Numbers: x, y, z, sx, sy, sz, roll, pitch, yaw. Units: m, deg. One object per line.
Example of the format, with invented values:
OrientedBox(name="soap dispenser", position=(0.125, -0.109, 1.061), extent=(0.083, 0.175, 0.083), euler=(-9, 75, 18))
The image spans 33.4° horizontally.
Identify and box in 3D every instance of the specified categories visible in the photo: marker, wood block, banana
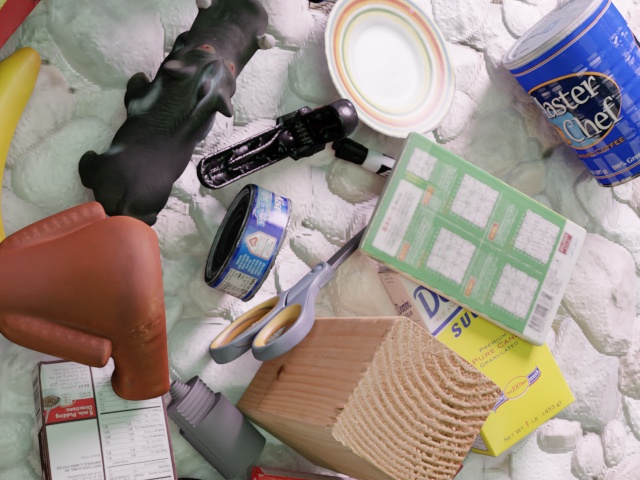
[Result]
OrientedBox(name="marker", position=(0.064, -0.057, 0.886), extent=(0.121, 0.020, 0.020), euler=(22, 79, -18))
OrientedBox(name="wood block", position=(0.025, 0.113, 0.759), extent=(0.090, 0.206, 0.090), euler=(37, 75, -15))
OrientedBox(name="banana", position=(-0.235, -0.044, 0.768), extent=(0.069, 0.037, 0.198), euler=(0, 89, -47))

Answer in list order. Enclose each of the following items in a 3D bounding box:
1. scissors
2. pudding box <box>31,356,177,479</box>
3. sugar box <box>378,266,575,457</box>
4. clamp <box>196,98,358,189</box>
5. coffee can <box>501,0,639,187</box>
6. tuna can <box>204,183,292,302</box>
OrientedBox(name="scissors", position=(0.002, 0.034, 0.822), extent=(0.201, 0.096, 0.016), euler=(-36, 111, -16))
OrientedBox(name="pudding box", position=(-0.155, 0.139, 0.766), extent=(0.089, 0.039, 0.113), euler=(-4, 72, -22))
OrientedBox(name="sugar box", position=(0.131, 0.080, 0.888), extent=(0.093, 0.048, 0.176), euler=(-31, 98, -20))
OrientedBox(name="clamp", position=(-0.007, -0.081, 0.789), extent=(0.171, 0.120, 0.039), euler=(-40, 115, -62))
OrientedBox(name="coffee can", position=(0.238, -0.131, 0.911), extent=(0.102, 0.103, 0.140), euler=(-45, 102, -18))
OrientedBox(name="tuna can", position=(-0.055, 0.001, 0.803), extent=(0.033, 0.086, 0.086), euler=(24, 78, -16))
